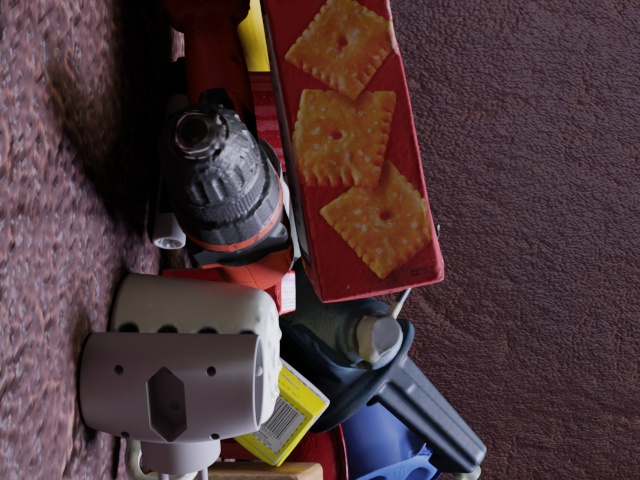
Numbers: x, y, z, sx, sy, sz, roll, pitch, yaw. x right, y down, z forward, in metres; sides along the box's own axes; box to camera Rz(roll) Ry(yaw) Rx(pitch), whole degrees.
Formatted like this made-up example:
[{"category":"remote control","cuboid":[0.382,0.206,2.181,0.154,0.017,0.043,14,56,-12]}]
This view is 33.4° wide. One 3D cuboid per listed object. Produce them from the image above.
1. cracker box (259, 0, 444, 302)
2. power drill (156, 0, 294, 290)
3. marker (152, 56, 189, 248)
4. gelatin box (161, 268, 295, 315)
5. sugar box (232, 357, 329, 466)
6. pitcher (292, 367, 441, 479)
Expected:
[{"category":"cracker box","cuboid":[0.010,-0.080,0.595,0.164,0.072,0.214,-144,-136,-88]},{"category":"power drill","cuboid":[-0.056,-0.079,0.536,0.184,0.057,0.187,81,0,-72]},{"category":"marker","cuboid":[-0.085,-0.054,0.629,0.020,0.020,0.121,81,10,-68]},{"category":"gelatin box","cuboid":[-0.056,0.032,0.669,0.089,0.073,0.030,23,67,-86]},{"category":"sugar box","cuboid":[-0.044,0.096,0.704,0.048,0.093,0.176,-50,175,0]},{"category":"pitcher","cuboid":[0.018,0.165,1.133,0.145,0.149,0.243,88,-17,-58]}]
